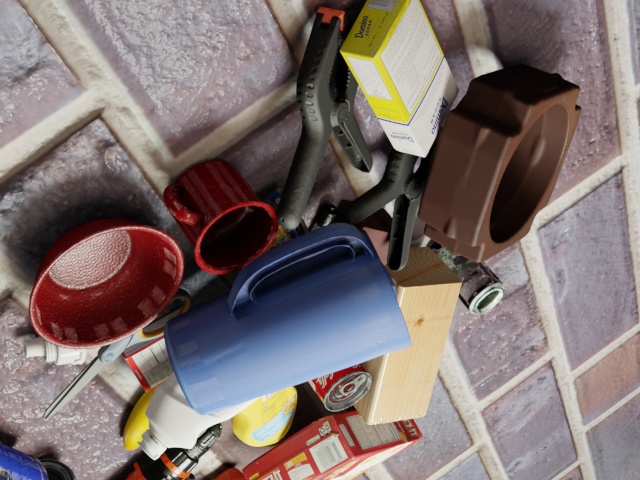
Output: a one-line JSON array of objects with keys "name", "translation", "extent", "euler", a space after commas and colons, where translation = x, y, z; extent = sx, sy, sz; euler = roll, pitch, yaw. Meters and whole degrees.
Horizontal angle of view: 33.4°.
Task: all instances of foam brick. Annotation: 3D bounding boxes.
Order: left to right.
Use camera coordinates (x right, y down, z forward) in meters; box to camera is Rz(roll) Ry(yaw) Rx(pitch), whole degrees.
[{"name": "foam brick", "translation": [0.050, -0.007, 1.246], "extent": [0.078, 0.051, 0.053], "euler": [11, 123, -45]}]

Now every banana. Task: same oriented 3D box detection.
[{"name": "banana", "translation": [-0.173, 0.181, 1.275], "extent": [0.198, 0.037, 0.069], "euler": [-41, 143, 4]}]

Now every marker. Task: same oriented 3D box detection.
[{"name": "marker", "translation": [-0.010, 0.007, 1.238], "extent": [0.020, 0.020, 0.121], "euler": [-1, 130, -39]}]

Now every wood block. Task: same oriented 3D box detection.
[{"name": "wood block", "translation": [0.099, 0.121, 1.353], "extent": [0.090, 0.090, 0.206], "euler": [-4, 121, -27]}]

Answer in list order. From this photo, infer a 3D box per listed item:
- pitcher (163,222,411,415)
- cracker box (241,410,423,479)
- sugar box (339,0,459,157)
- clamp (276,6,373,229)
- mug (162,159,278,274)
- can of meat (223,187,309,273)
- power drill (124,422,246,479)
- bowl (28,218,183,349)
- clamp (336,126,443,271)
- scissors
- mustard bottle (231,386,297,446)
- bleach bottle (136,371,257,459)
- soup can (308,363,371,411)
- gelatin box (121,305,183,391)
[{"name": "pitcher", "translation": [-0.038, 0.084, 1.113], "extent": [0.243, 0.149, 0.145], "euler": [-22, 178, -2]}, {"name": "cracker box", "translation": [0.020, 0.291, 1.461], "extent": [0.164, 0.072, 0.213], "euler": [-35, 162, 24]}, {"name": "sugar box", "translation": [0.083, -0.170, 1.077], "extent": [0.093, 0.048, 0.176], "euler": [-62, 150, -18]}, {"name": "clamp", "translation": [0.013, -0.130, 1.066], "extent": [0.164, 0.036, 0.210], "euler": [-32, 133, -53]}, {"name": "mug", "translation": [-0.109, -0.029, 1.065], "extent": [0.117, 0.082, 0.093], "euler": [12, 121, -46]}, {"name": "can of meat", "translation": [-0.058, 0.001, 1.162], "extent": [0.084, 0.057, 0.102], "euler": [-33, 143, -9]}, {"name": "power drill", "translation": [-0.169, 0.316, 1.409], "extent": [0.184, 0.057, 0.187], "euler": [-41, 142, 4]}, {"name": "bowl", "translation": [-0.220, 0.032, 1.060], "extent": [0.162, 0.055, 0.162], "euler": [-22, 141, -20]}, {"name": "clamp", "translation": [0.085, -0.060, 1.189], "extent": [0.120, 0.039, 0.171], "euler": [28, 84, -49]}, {"name": "scissors", "translation": [-0.230, 0.104, 1.140], "extent": [0.201, 0.016, 0.096], "euler": [-34, 129, -12]}, {"name": "mustard bottle", "translation": [-0.073, 0.210, 1.368], "extent": [0.096, 0.058, 0.191], "euler": [-42, 148, -26]}, {"name": "bleach bottle", "translation": [-0.101, 0.153, 1.208], "extent": [0.250, 0.068, 0.102], "euler": [-45, 101, -10]}, {"name": "soup can", "translation": [0.010, 0.154, 1.342], "extent": [0.068, 0.102, 0.068], "euler": [-22, 141, -20]}, {"name": "gelatin box", "translation": [-0.177, 0.123, 1.215], "extent": [0.089, 0.030, 0.073], "euler": [-30, 142, -10]}]
